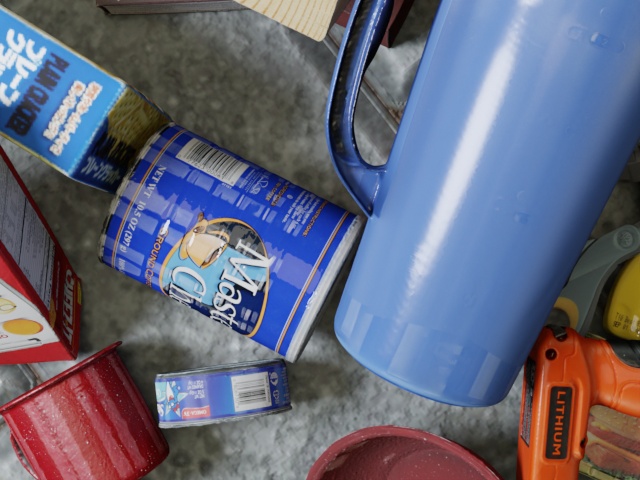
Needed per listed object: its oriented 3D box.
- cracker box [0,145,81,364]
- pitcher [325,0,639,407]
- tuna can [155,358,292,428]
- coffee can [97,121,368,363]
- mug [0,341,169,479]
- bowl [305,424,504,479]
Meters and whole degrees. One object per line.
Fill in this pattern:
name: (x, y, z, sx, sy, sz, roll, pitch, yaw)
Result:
cracker box: (-0.250, 0.006, 0.634, 0.164, 0.214, 0.072, -3, 61, 3)
pitcher: (0.087, -0.040, 0.584, 0.149, 0.144, 0.243, 31, 106, 38)
tuna can: (-0.062, 0.097, 0.683, 0.086, 0.086, 0.034, -7, 85, 3)
coffee can: (-0.054, 0.001, 0.678, 0.140, 0.103, 0.103, 27, 89, 4)
mug: (-0.159, 0.127, 0.693, 0.117, 0.093, 0.081, -28, 91, 33)
bowl: (0.068, 0.183, 0.668, 0.162, 0.055, 0.162, 8, 107, 29)
